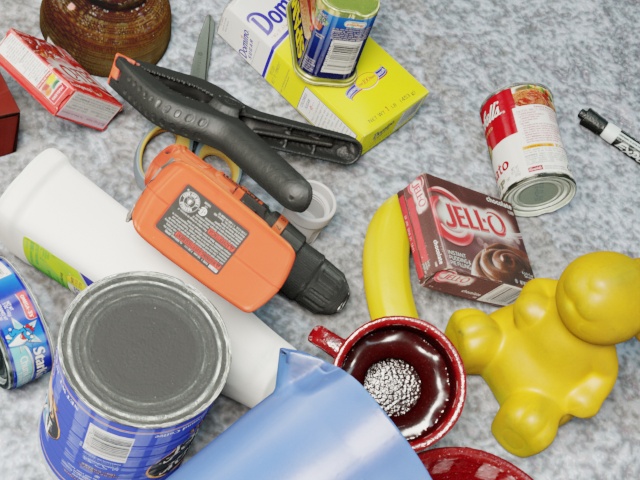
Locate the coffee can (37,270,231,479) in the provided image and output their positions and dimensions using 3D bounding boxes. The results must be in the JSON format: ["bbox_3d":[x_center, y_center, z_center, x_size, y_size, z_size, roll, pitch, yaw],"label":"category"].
[{"bbox_3d":[-0.122,0.097,0.677,0.102,0.140,0.103,9,56,-14],"label":"coffee can"}]

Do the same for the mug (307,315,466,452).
[{"bbox_3d":[0.042,0.097,0.760,0.117,0.081,0.093,29,82,5],"label":"mug"}]

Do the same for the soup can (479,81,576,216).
[{"bbox_3d":[0.184,-0.081,0.950,0.068,0.069,0.102,3,58,-18],"label":"soup can"}]

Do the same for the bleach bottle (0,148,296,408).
[{"bbox_3d":[-0.105,0.042,0.743,0.251,0.103,0.068,35,68,4],"label":"bleach bottle"}]

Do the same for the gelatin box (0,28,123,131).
[{"bbox_3d":[-0.202,-0.124,0.830,0.073,0.089,0.030,43,99,12],"label":"gelatin box"}]

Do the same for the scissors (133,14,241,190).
[{"bbox_3d":[-0.091,-0.108,0.900,0.096,0.016,0.201,27,53,-4],"label":"scissors"}]

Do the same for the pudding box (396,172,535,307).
[{"bbox_3d":[0.120,0.002,0.869,0.113,0.039,0.090,17,51,-40],"label":"pudding box"}]

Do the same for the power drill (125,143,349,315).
[{"bbox_3d":[-0.055,0.001,0.753,0.184,0.187,0.057,36,93,-3],"label":"power drill"}]

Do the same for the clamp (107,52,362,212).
[{"bbox_3d":[-0.069,-0.093,0.846,0.210,0.036,0.164,29,22,13],"label":"clamp"}]

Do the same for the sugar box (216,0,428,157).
[{"bbox_3d":[0.001,-0.159,0.948,0.176,0.048,0.093,46,55,11],"label":"sugar box"}]

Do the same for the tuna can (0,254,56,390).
[{"bbox_3d":[-0.210,0.055,0.707,0.033,0.086,0.086,-26,70,-30],"label":"tuna can"}]

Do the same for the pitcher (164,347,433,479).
[{"bbox_3d":[-0.047,0.194,0.623,0.242,0.145,0.149,-36,56,-12],"label":"pitcher"}]

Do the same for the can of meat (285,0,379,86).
[{"bbox_3d":[0.011,-0.195,0.894,0.057,0.084,0.102,3,56,-15],"label":"can of meat"}]

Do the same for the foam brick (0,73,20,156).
[{"bbox_3d":[-0.268,-0.105,0.810,0.051,0.053,0.078,-20,66,-29],"label":"foam brick"}]

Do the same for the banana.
[{"bbox_3d":[0.066,0.030,0.854,0.069,0.037,0.197,14,55,-11],"label":"banana"}]
